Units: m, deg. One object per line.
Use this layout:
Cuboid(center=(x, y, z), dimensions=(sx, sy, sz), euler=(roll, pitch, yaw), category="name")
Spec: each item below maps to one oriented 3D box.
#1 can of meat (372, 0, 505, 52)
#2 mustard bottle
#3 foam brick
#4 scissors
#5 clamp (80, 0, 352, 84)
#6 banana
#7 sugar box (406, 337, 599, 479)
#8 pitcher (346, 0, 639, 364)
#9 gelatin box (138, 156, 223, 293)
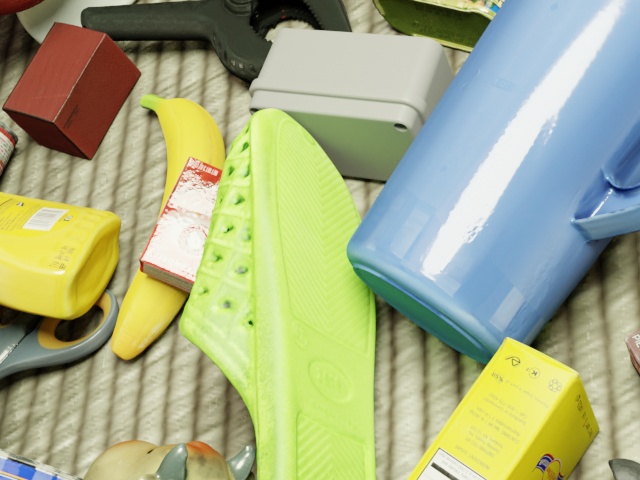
Cuboid(center=(0.094, -0.171, 0.680), dimensions=(0.102, 0.057, 0.084), euler=(21, 76, 30), category="can of meat")
Cuboid(center=(-0.229, -0.003, 0.666), dimensions=(0.191, 0.058, 0.096), euler=(11, 26, 6), category="mustard bottle")
Cuboid(center=(-0.176, -0.107, 0.758), dimensions=(0.051, 0.053, 0.078), euler=(18, 71, 29), category="foam brick")
Cuboid(center=(-0.198, 0.089, 0.664), dimensions=(0.096, 0.016, 0.201), euler=(13, 58, 20), category="scissors")
Cuboid(center=(-0.059, -0.157, 0.742), dimensions=(0.164, 0.036, 0.210), euler=(-40, 59, -11), category="clamp")
Cuboid(center=(-0.094, -0.019, 0.692), dimensions=(0.070, 0.037, 0.198), euler=(-21, 53, 37), category="banana")
Cuboid(center=(0.065, 0.139, 0.508), dimensions=(0.048, 0.093, 0.176), euler=(28, 78, 31), category="sugar box")
Cuboid(center=(0.129, -0.055, 0.561), dimensions=(0.145, 0.149, 0.243), euler=(35, 83, 6), category="pitcher")
Cuboid(center=(-0.054, 0.001, 0.643), dimensions=(0.089, 0.030, 0.073), euler=(23, 70, -2), category="gelatin box")
